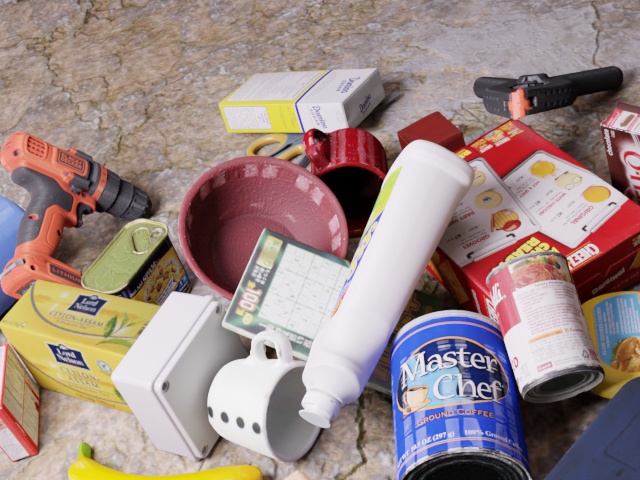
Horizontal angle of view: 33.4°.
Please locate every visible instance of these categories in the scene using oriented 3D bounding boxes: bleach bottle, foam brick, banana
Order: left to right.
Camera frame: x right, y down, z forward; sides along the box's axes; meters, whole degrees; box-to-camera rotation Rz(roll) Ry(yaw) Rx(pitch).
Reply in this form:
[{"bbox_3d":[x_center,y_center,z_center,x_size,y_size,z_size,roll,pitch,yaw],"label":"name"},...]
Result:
[{"bbox_3d":[-0.148,0.210,0.922,0.198,0.037,0.069,3,47,26],"label":"banana"},{"bbox_3d":[0.048,0.040,0.905,0.068,0.103,0.250,28,64,-4],"label":"bleach bottle"},{"bbox_3d":[0.120,-0.084,1.106,0.051,0.078,0.053,-29,41,-7],"label":"foam brick"}]

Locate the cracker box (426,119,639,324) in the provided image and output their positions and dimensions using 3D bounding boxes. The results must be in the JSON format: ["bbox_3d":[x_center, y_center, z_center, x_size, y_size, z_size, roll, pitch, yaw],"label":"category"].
[{"bbox_3d":[0.182,-0.010,1.003,0.164,0.072,0.214,-30,42,-10],"label":"cracker box"}]

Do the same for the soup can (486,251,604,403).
[{"bbox_3d":[0.177,0.069,0.842,0.068,0.068,0.102,-16,62,6],"label":"soup can"}]

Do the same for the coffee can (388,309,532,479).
[{"bbox_3d":[0.108,0.140,0.843,0.103,0.103,0.140,-11,41,11],"label":"coffee can"}]

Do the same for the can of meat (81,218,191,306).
[{"bbox_3d":[-0.183,0.043,1.086,0.058,0.084,0.102,10,49,31],"label":"can of meat"}]

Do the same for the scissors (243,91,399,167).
[{"bbox_3d":[-0.008,-0.131,1.259,0.201,0.016,0.096,-40,44,-22],"label":"scissors"}]

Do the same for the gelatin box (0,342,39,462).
[{"bbox_3d":[-0.298,0.154,1.019,0.030,0.073,0.089,-19,40,3],"label":"gelatin box"}]

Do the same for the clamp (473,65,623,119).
[{"bbox_3d":[0.234,-0.156,1.113,0.165,0.036,0.209,-4,13,15],"label":"clamp"}]

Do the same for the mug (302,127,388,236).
[{"bbox_3d":[0.023,-0.071,1.109,0.093,0.117,0.081,-36,29,24],"label":"mug"}]

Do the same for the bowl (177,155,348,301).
[{"bbox_3d":[-0.057,0.001,1.017,0.162,0.055,0.162,5,61,-9],"label":"bowl"}]

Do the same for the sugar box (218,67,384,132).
[{"bbox_3d":[-0.022,-0.164,1.260,0.176,0.048,0.093,7,37,33],"label":"sugar box"}]

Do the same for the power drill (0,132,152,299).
[{"bbox_3d":[-0.265,-0.011,1.147,0.057,0.184,0.187,-36,43,37],"label":"power drill"}]
